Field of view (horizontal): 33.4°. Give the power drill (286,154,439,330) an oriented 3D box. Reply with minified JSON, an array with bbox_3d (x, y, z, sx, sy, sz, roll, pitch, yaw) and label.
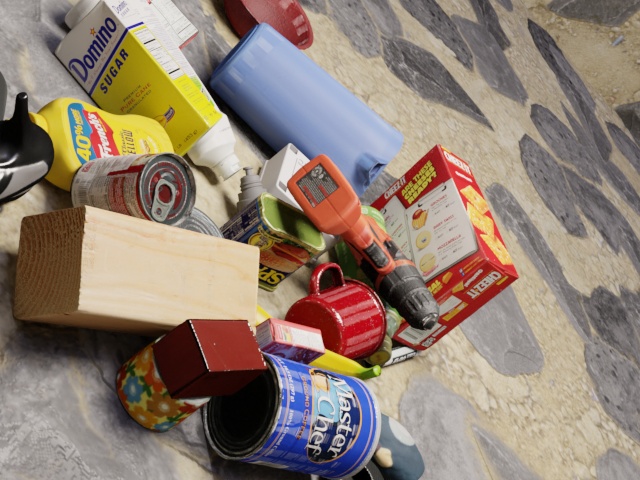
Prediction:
[{"bbox_3d":[0.048,0.003,1.170,0.187,0.057,0.185,49,2,-46],"label":"power drill"}]

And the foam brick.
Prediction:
[{"bbox_3d":[-0.095,0.101,0.922,0.078,0.053,0.051,7,52,-53],"label":"foam brick"}]

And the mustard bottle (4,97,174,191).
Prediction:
[{"bbox_3d":[-0.229,-0.091,1.048,0.191,0.058,0.096,11,59,-50],"label":"mustard bottle"}]

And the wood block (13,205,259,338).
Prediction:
[{"bbox_3d":[-0.158,0.036,0.951,0.205,0.091,0.090,15,72,-49],"label":"wood block"}]

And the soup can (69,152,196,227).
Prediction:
[{"bbox_3d":[-0.173,-0.044,0.982,0.068,0.102,0.068,1,89,-50],"label":"soup can"}]

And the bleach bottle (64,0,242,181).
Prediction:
[{"bbox_3d":[-0.178,-0.174,1.218,0.251,0.068,0.102,54,29,-3],"label":"bleach bottle"}]

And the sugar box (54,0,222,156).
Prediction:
[{"bbox_3d":[-0.197,-0.168,1.149,0.176,0.093,0.048,48,28,-6],"label":"sugar box"}]

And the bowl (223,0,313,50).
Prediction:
[{"bbox_3d":[-0.085,-0.323,1.528,0.162,0.055,0.162,36,32,-28],"label":"bowl"}]

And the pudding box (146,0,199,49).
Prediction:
[{"bbox_3d":[-0.211,-0.274,1.307,0.113,0.039,0.090,49,28,-11],"label":"pudding box"}]

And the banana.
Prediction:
[{"bbox_3d":[-0.033,0.102,1.102,0.198,0.070,0.037,28,38,3],"label":"banana"}]

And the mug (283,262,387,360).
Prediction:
[{"bbox_3d":[0.012,0.083,1.166,0.081,0.093,0.117,-15,101,-55],"label":"mug"}]

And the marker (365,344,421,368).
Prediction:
[{"bbox_3d":[0.089,0.140,1.300,0.120,0.020,0.020,-6,62,-58],"label":"marker"}]

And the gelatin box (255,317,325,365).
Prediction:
[{"bbox_3d":[-0.052,0.113,1.048,0.073,0.089,0.030,19,46,-45],"label":"gelatin box"}]

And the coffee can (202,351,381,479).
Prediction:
[{"bbox_3d":[-0.026,0.167,1.012,0.140,0.103,0.103,22,41,-43],"label":"coffee can"}]

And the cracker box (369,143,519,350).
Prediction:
[{"bbox_3d":[0.142,0.009,1.353,0.072,0.164,0.214,28,32,-35],"label":"cracker box"}]

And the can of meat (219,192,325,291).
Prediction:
[{"bbox_3d":[-0.058,0.002,1.171,0.102,0.084,0.057,26,38,-40],"label":"can of meat"}]

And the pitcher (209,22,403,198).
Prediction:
[{"bbox_3d":[-0.023,-0.163,1.383,0.242,0.149,0.144,41,45,-14],"label":"pitcher"}]
